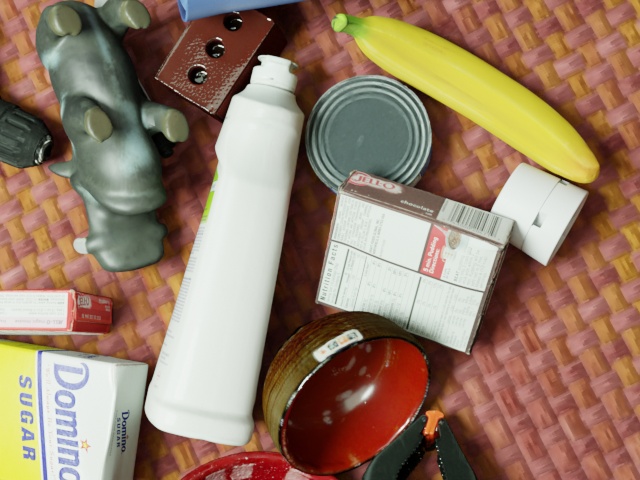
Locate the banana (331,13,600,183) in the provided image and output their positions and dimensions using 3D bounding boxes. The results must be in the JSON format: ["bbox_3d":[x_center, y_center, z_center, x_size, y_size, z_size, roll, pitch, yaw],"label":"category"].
[{"bbox_3d":[0.098,-0.098,0.712,0.198,0.069,0.037,30,123,3],"label":"banana"}]

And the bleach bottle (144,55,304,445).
[{"bbox_3d":[-0.055,0.001,0.704,0.068,0.103,0.251,14,87,-14],"label":"bleach bottle"}]

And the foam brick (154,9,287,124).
[{"bbox_3d":[-0.068,-0.127,0.746,0.053,0.051,0.078,32,89,10],"label":"foam brick"}]

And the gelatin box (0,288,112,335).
[{"bbox_3d":[-0.198,0.049,0.736,0.089,0.073,0.030,-1,83,9],"label":"gelatin box"}]

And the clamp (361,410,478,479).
[{"bbox_3d":[0.047,0.187,0.664,0.120,0.039,0.171,4,51,3],"label":"clamp"}]

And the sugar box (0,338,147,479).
[{"bbox_3d":[-0.209,0.116,0.729,0.176,0.048,0.093,6,87,23],"label":"sugar box"}]

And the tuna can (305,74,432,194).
[{"bbox_3d":[0.034,-0.068,0.733,0.086,0.033,0.086,-1,84,9],"label":"tuna can"}]

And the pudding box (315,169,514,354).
[{"bbox_3d":[0.059,0.014,0.698,0.113,0.039,0.090,20,123,12],"label":"pudding box"}]
